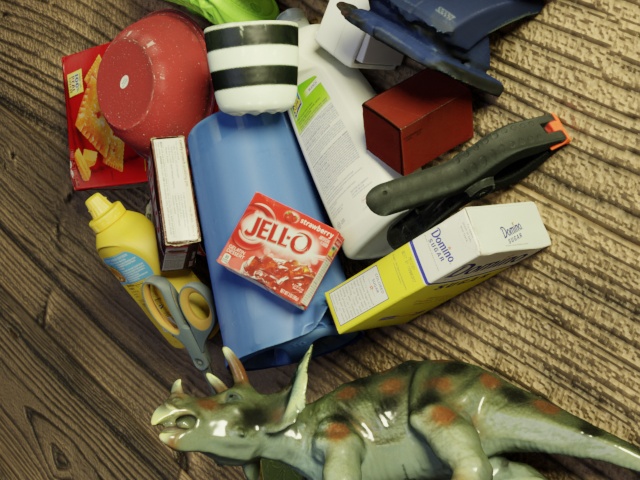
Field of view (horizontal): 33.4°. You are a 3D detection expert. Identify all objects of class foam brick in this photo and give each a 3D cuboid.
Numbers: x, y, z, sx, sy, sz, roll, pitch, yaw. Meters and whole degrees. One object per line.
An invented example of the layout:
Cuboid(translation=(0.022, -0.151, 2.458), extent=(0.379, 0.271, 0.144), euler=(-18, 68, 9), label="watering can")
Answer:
Cuboid(translation=(0.082, -0.101, 0.892), extent=(0.051, 0.078, 0.053), euler=(42, 153, 40), label="foam brick")

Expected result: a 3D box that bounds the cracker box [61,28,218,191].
Cuboid(translation=(-0.207, -0.144, 1.211), extent=(0.214, 0.071, 0.164), euler=(-3, 92, 46), label="cracker box")

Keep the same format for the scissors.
Cuboid(translation=(-0.115, 0.116, 1.120), extent=(0.096, 0.016, 0.201), euler=(-18, 113, 39), label="scissors")

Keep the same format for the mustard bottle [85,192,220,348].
Cuboid(translation=(-0.186, 0.028, 1.147), extent=(0.191, 0.058, 0.096), euler=(53, 147, -16), label="mustard bottle")

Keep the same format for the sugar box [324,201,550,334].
Cuboid(translation=(0.095, 0.025, 0.890), extent=(0.177, 0.093, 0.048), euler=(-31, 72, 44), label="sugar box")

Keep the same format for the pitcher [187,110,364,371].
Cuboid(translation=(-0.057, 0.001, 1.031), extent=(0.149, 0.145, 0.243), euler=(-18, 74, 12), label="pitcher")

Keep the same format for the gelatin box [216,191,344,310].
Cuboid(translation=(-0.035, 0.008, 0.934), extent=(0.089, 0.030, 0.073), euler=(27, 83, 19), label="gelatin box")

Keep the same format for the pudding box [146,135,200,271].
Cuboid(translation=(-0.147, -0.036, 1.057), extent=(0.090, 0.039, 0.113), euler=(119, 141, -69), label="pudding box")

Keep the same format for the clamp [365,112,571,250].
Cuboid(translation=(0.112, -0.051, 0.835), extent=(0.171, 0.120, 0.039), euler=(-34, 76, 11), label="clamp")

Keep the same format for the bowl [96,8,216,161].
Cuboid(translation=(-0.180, -0.159, 1.095), extent=(0.162, 0.055, 0.162), euler=(3, 94, 40), label="bowl")

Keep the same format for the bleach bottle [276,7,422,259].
Cuboid(translation=(0.020, -0.112, 0.980), extent=(0.103, 0.067, 0.251), euler=(-42, 62, 41), label="bleach bottle")
